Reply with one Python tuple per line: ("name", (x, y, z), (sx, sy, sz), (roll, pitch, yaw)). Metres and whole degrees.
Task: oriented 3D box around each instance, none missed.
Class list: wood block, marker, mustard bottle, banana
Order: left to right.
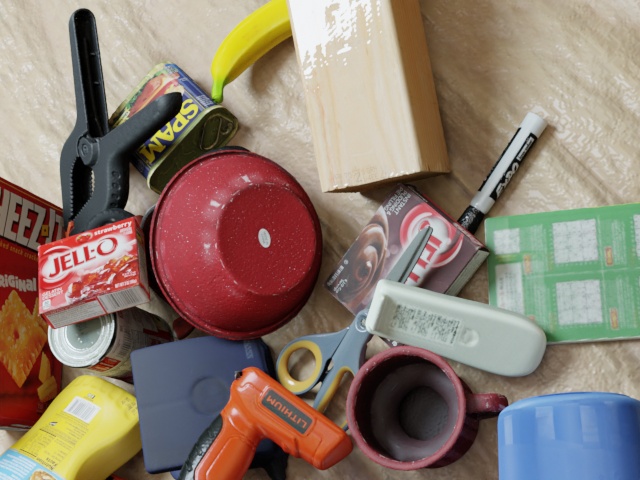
("mustard bottle", (-0.233, 0.201, 0.898), (0.096, 0.058, 0.191), (18, 50, 35))
("banana", (-0.028, -0.197, 0.984), (0.198, 0.037, 0.070), (-35, 62, -3))
("wood block", (0.038, -0.148, 0.890), (0.090, 0.090, 0.206), (-11, 88, 23))
("marker", (0.149, -0.052, 0.891), (0.020, 0.020, 0.121), (33, 89, 25))

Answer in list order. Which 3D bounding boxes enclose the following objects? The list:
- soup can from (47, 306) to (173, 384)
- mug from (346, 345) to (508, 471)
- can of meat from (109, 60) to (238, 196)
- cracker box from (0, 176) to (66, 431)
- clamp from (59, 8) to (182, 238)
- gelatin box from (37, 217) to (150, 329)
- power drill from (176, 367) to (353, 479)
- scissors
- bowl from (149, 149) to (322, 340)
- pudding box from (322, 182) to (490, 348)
("soup can", (-0.182, 0.086, 0.934), (0.069, 0.102, 0.068), (-6, 74, 19))
("mug", (0.088, 0.132, 0.828), (0.117, 0.081, 0.093), (-12, 71, 18))
("can of meat", (-0.142, -0.106, 0.999), (0.102, 0.057, 0.084), (-47, 63, 3))
("cracker box", (-0.295, 0.056, 0.953), (0.072, 0.164, 0.213), (-5, 74, 18))
("clamp", (-0.192, -0.084, 0.965), (0.165, 0.036, 0.210), (37, 122, 37))
("gelatin box", (-0.189, 0.027, 0.884), (0.089, 0.030, 0.073), (-16, 51, 4))
("power drill", (-0.060, 0.204, 0.801), (0.184, 0.057, 0.187), (35, 72, 17))
("scissors", (0.021, 0.065, 0.873), (0.096, 0.016, 0.202), (26, 107, 30))
("bowl", (-0.056, 0.001, 0.879), (0.055, 0.161, 0.162), (-10, 66, 60))
("pudding box", (0.070, 0.023, 0.880), (0.090, 0.039, 0.113), (42, 105, 26))
